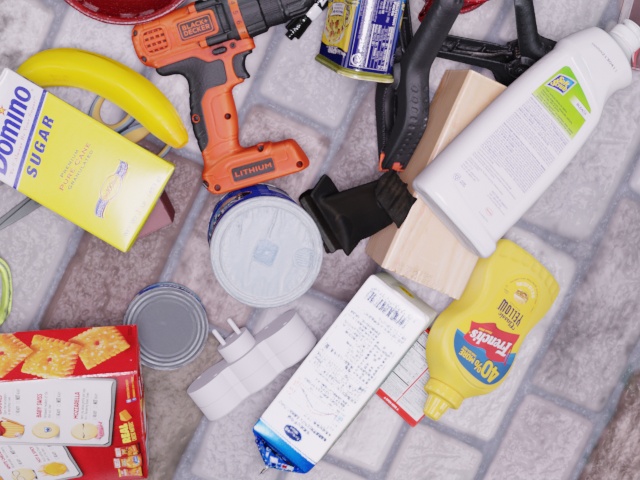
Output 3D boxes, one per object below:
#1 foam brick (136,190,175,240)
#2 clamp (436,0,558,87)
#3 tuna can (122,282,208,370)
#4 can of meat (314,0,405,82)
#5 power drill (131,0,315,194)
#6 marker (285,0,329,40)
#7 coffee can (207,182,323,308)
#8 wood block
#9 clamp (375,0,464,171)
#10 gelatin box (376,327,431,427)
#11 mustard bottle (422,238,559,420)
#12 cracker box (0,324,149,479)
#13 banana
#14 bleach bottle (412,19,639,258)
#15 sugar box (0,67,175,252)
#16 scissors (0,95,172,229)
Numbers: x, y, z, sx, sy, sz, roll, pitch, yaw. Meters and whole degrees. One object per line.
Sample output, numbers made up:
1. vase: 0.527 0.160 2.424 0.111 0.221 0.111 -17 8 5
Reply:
1. foam brick: -0.177 -0.034 1.040 0.053 0.078 0.051 -26 101 0
2. clamp: 0.199 -0.186 1.044 0.171 0.120 0.039 20 63 -30
3. tuna can: -0.157 0.086 1.082 0.086 0.034 0.086 -1 99 -7
4. can of meat: 0.039 -0.203 1.020 0.057 0.102 0.084 4 108 -20
5. power drill: -0.072 -0.150 1.039 0.184 0.057 0.187 -17 98 6
6. marker: 0.008 -0.247 1.059 0.020 0.020 0.121 41 92 -11
7. coffee can: -0.057 0.001 1.027 0.102 0.140 0.103 -1 99 -7
8. wood block: 0.132 -0.058 1.066 0.090 0.091 0.206 23 95 -11
9. clamp: 0.086 -0.163 1.024 0.036 0.165 0.210 -1 108 -18
10. gelatin box: 0.100 0.139 1.123 0.073 0.030 0.089 43 92 -9
11. mustard bottle: 0.161 0.098 1.085 0.096 0.058 0.191 40 77 -25
12. cracker box: -0.277 0.163 1.028 0.213 0.072 0.164 -3 132 -6
13. banana: -0.212 -0.144 1.021 0.198 0.037 0.070 15 111 13
14. bleach bottle: 0.207 -0.104 0.991 0.251 0.068 0.102 -43 102 -2
15. sugar box: -0.229 -0.072 0.969 0.176 0.048 0.093 30 90 -7
16. scissors: -0.245 -0.087 1.055 0.201 0.016 0.096 -20 99 -3
